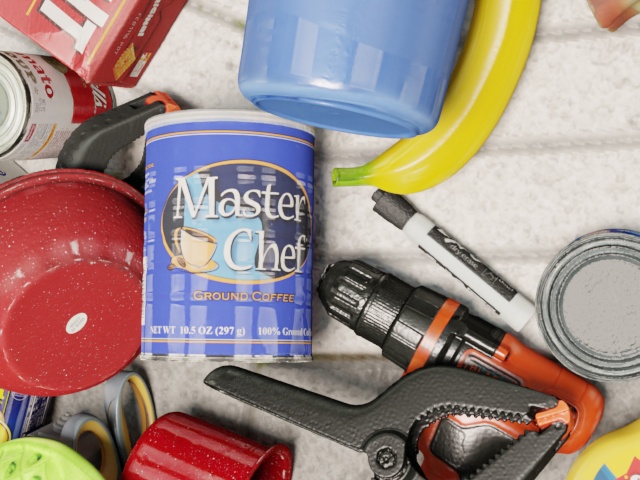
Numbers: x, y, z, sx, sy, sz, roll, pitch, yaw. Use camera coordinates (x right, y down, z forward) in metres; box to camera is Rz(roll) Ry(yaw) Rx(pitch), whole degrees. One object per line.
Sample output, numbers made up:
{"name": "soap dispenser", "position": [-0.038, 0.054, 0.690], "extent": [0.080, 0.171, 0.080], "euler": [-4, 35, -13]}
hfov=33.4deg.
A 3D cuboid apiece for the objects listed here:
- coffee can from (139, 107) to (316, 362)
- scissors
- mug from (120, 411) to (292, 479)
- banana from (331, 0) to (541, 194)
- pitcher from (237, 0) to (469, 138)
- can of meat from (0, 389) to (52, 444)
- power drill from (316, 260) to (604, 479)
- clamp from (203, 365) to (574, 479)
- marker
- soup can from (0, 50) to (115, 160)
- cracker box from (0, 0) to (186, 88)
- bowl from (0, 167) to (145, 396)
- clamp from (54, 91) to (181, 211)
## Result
{"name": "coffee can", "position": [-0.054, 0.001, 0.633], "extent": [0.103, 0.102, 0.140], "euler": [-1, 85, 19]}
{"name": "scissors", "position": [-0.130, 0.188, 0.702], "extent": [0.016, 0.096, 0.202], "euler": [-4, 92, 29]}
{"name": "mug", "position": [-0.074, 0.168, 0.688], "extent": [0.082, 0.093, 0.117], "euler": [18, 138, 20]}
{"name": "banana", "position": [0.084, -0.101, 0.613], "extent": [0.069, 0.037, 0.198], "euler": [25, 101, -24]}
{"name": "pitcher", "position": [0.024, -0.183, 0.568], "extent": [0.145, 0.149, 0.243], "euler": [11, 89, 4]}
{"name": "can of meat", "position": [-0.236, 0.102, 0.744], "extent": [0.102, 0.057, 0.084], "euler": [22, 105, 15]}
{"name": "power drill", "position": [0.051, 0.124, 0.648], "extent": [0.184, 0.057, 0.188], "euler": [29, 104, 13]}
{"name": "clamp", "position": [0.033, 0.116, 0.595], "extent": [0.210, 0.036, 0.164], "euler": [-24, 67, 9]}
{"name": "marker", "position": [0.079, 0.009, 0.646], "extent": [0.121, 0.020, 0.020], "euler": [41, 107, 10]}
{"name": "soup can", "position": [-0.186, -0.085, 0.680], "extent": [0.069, 0.102, 0.068], "euler": [2, 96, 19]}
{"name": "cracker box", "position": [-0.172, -0.224, 0.676], "extent": [0.214, 0.072, 0.164], "euler": [38, 107, 10]}
{"name": "bowl", "position": [-0.157, 0.039, 0.655], "extent": [0.055, 0.161, 0.162], "euler": [44, 112, 49]}
{"name": "clamp", "position": [-0.154, -0.024, 0.681], "extent": [0.039, 0.120, 0.171], "euler": [39, 105, 45]}
